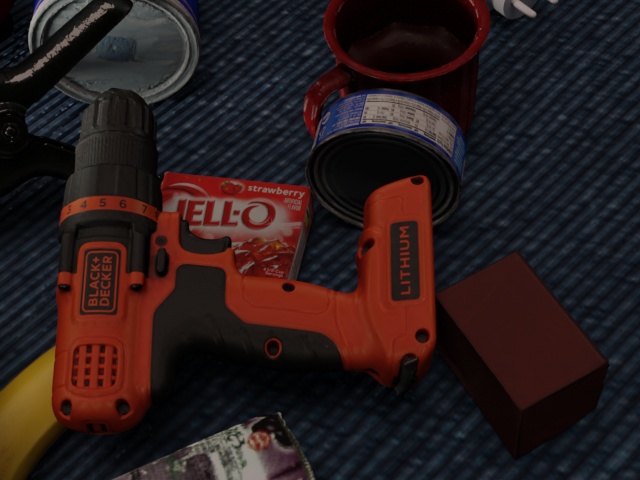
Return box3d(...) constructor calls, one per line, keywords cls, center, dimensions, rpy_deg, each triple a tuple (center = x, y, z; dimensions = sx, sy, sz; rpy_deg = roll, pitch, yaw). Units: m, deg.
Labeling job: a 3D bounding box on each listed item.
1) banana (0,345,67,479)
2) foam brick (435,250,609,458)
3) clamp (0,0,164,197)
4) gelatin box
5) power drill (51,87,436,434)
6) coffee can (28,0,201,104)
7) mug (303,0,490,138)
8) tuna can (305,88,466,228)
box3d(cls="banana", center=(-0.133, 0.094, 0.540), dimensions=(0.069, 0.037, 0.197), rpy_deg=(32, 64, 6))
box3d(cls="foam brick", center=(0.097, 0.055, 0.529), dimensions=(0.051, 0.053, 0.078), rpy_deg=(-26, 57, -12))
box3d(cls="clamp", center=(-0.168, -0.056, 0.601), dimensions=(0.171, 0.120, 0.039), rpy_deg=(-23, 16, -11))
box3d(cls="gelatin box", center=(-0.054, 0.001, 0.598), dimensions=(0.089, 0.030, 0.073), rpy_deg=(7, 56, 11))
box3d(cls="power drill", center=(-0.038, 0.006, 0.538), dimensions=(0.187, 0.057, 0.184), rpy_deg=(0, 67, 0))
box3d(cls="coffee can", center=(-0.129, -0.170, 0.683), dimensions=(0.103, 0.103, 0.140), rpy_deg=(-6, 54, 1))
box3d(cls="mug", center=(0.041, -0.094, 0.623), dimensions=(0.117, 0.081, 0.093), rpy_deg=(-33, 58, -17))
box3d(cls="tuna can", center=(0.037, -0.043, 0.586), dimensions=(0.086, 0.086, 0.033), rpy_deg=(7, 54, 11))
